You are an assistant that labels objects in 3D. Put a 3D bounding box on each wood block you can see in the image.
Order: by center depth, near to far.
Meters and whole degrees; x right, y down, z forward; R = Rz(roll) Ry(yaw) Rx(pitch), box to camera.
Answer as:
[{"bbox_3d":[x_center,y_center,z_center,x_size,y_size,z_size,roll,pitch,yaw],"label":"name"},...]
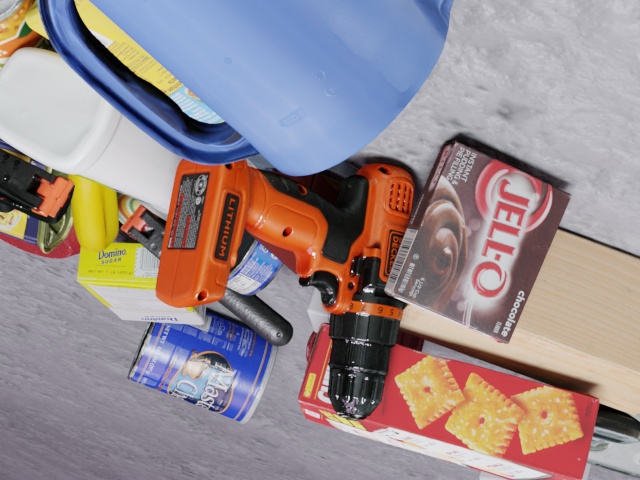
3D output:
[{"bbox_3d":[0.169,0.049,0.805,0.206,0.090,0.090,20,157,-3],"label":"wood block"}]

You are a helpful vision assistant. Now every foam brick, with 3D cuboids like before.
[{"bbox_3d":[-0.011,-0.012,0.810,0.051,0.053,0.078,2,153,35],"label":"foam brick"}]

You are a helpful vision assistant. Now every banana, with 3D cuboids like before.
[{"bbox_3d":[-0.188,-0.042,0.871,0.037,0.070,0.198,-14,154,-17],"label":"banana"}]

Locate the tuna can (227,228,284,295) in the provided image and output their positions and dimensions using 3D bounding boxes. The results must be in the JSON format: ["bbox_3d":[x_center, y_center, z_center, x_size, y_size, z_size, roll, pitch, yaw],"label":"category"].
[{"bbox_3d":[-0.056,0.001,0.872,0.033,0.086,0.086,29,155,-26],"label":"tuna can"}]

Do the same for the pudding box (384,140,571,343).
[{"bbox_3d":[0.105,0.001,0.721,0.090,0.113,0.039,23,-179,-10],"label":"pudding box"}]

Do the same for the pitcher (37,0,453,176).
[{"bbox_3d":[-0.067,-0.143,0.511,0.242,0.149,0.145,37,169,-29],"label":"pitcher"}]

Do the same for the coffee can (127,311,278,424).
[{"bbox_3d":[-0.130,0.132,1.189,0.140,0.102,0.103,23,156,-9],"label":"coffee can"}]

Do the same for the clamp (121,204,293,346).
[{"bbox_3d":[-0.095,0.032,0.929,0.171,0.039,0.120,36,176,-36],"label":"clamp"}]

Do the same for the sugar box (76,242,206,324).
[{"bbox_3d":[-0.171,0.044,1.053,0.093,0.048,0.176,3,167,4],"label":"sugar box"}]

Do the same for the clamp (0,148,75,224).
[{"bbox_3d":[-0.244,-0.054,0.746,0.164,0.036,0.210,35,167,-37],"label":"clamp"}]

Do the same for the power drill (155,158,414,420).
[{"bbox_3d":[-0.017,0.023,0.723,0.187,0.184,0.057,15,168,-39],"label":"power drill"}]

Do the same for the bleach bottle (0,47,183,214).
[{"bbox_3d":[-0.126,-0.056,0.777,0.103,0.068,0.250,27,178,27],"label":"bleach bottle"}]

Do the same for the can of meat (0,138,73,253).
[{"bbox_3d":[-0.254,-0.051,0.901,0.084,0.057,0.102,18,119,8],"label":"can of meat"}]

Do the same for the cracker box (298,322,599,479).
[{"bbox_3d":[0.095,0.134,0.853,0.214,0.072,0.164,16,166,5],"label":"cracker box"}]

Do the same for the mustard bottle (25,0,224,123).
[{"bbox_3d":[-0.085,-0.113,0.680,0.191,0.058,0.096,32,155,-27],"label":"mustard bottle"}]
